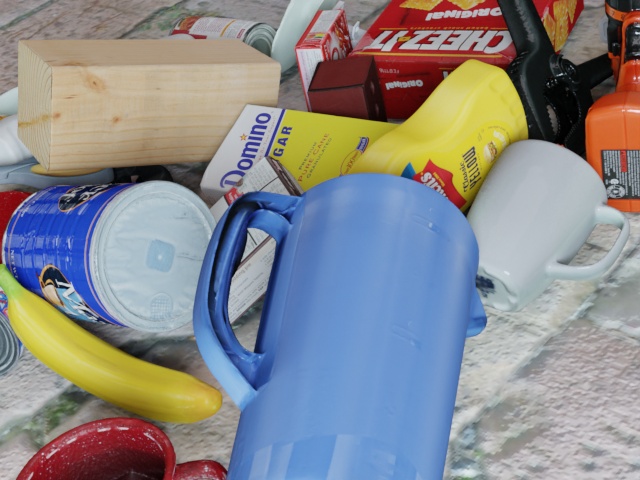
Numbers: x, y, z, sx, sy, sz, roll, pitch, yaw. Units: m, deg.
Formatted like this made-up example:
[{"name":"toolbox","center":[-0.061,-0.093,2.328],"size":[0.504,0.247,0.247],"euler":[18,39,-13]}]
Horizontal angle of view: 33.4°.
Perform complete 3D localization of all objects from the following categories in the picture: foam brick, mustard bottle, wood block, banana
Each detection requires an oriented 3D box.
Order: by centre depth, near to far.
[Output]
[{"name":"banana","center":[-0.146,0.083,0.720],"size":[0.198,0.069,0.037],"euler":[25,63,22]},{"name":"mustard bottle","center":[0.068,-0.040,0.764],"size":[0.191,0.096,0.058],"euler":[-41,47,-22]},{"name":"foam brick","center":[0.025,-0.112,0.923],"size":[0.051,0.078,0.053],"euler":[-3,38,16]},{"name":"wood block","center":[-0.148,-0.122,0.930],"size":[0.205,0.090,0.091],"euler":[-7,28,-30]}]

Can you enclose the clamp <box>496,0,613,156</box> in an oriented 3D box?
[{"name":"clamp","center":[0.198,-0.130,0.875],"size":[0.036,0.164,0.210],"euler":[-36,38,44]}]

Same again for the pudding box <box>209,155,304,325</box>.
[{"name":"pudding box","center":[-0.055,0.001,0.794],"size":[0.113,0.039,0.090],"euler":[-45,36,8]}]

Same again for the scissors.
[{"name":"scissors","center":[-0.274,-0.064,0.934],"size":[0.202,0.016,0.096],"euler":[1,25,8]}]

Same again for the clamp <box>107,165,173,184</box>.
[{"name":"clamp","center":[-0.169,-0.057,0.955],"size":[0.120,0.039,0.172],"euler":[-35,36,-15]}]

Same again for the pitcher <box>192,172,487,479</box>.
[{"name":"pitcher","center":[0.009,0.077,0.611],"size":[0.149,0.145,0.242],"euler":[-5,38,17]}]

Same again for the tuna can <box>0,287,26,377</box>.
[{"name":"tuna can","center":[-0.254,0.059,0.781],"size":[0.086,0.086,0.033],"euler":[-3,35,18]}]

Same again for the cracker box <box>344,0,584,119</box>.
[{"name":"cracker box","center":[0.140,-0.196,1.003],"size":[0.164,0.072,0.213],"euler":[6,40,28]}]

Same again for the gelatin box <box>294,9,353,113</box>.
[{"name":"gelatin box","center":[0.008,-0.157,0.983],"size":[0.030,0.089,0.073],"euler":[2,38,21]}]

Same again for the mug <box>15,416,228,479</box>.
[{"name":"mug","center":[-0.102,0.155,0.589],"size":[0.117,0.081,0.093],"euler":[-18,34,-4]}]

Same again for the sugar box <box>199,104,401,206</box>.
[{"name":"sugar box","center":[-0.006,-0.056,0.865],"size":[0.176,0.048,0.093],"euler":[13,62,32]}]

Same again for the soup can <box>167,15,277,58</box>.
[{"name":"soup can","center":[-0.099,-0.194,1.097],"size":[0.102,0.068,0.068],"euler":[13,43,34]}]

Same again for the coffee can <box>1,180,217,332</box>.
[{"name":"coffee can","center":[-0.152,0.010,0.768],"size":[0.141,0.103,0.102],"euler":[2,35,49]}]
